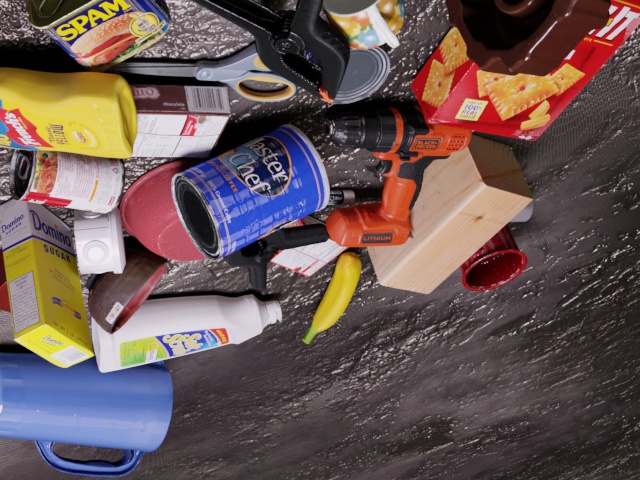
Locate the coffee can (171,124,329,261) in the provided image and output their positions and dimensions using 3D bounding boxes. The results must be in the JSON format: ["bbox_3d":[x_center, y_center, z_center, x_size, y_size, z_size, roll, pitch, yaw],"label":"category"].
[{"bbox_3d":[-0.075,-0.053,1.155,0.140,0.103,0.103,-27,151,-23],"label":"coffee can"}]

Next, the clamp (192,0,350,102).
[{"bbox_3d":[-0.023,-0.200,0.995,0.165,0.036,0.209,-2,151,34],"label":"clamp"}]

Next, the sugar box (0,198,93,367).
[{"bbox_3d":[-0.298,0.042,1.155,0.048,0.176,0.093,-24,147,11],"label":"sugar box"}]

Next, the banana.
[{"bbox_3d":[0.026,0.069,1.455,0.037,0.069,0.198,26,137,4],"label":"banana"}]

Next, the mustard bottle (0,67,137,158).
[{"bbox_3d":[-0.274,-0.122,1.005,0.191,0.058,0.096,5,152,4],"label":"mustard bottle"}]

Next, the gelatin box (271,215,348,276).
[{"bbox_3d":[-0.020,0.006,1.369,0.073,0.030,0.089,-38,141,25],"label":"gelatin box"}]

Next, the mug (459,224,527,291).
[{"bbox_3d":[0.215,0.006,1.434,0.093,0.081,0.117,-34,144,23],"label":"mug"}]

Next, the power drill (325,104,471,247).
[{"bbox_3d":[0.069,-0.075,1.251,0.184,0.057,0.188,0,135,-25],"label":"power drill"}]

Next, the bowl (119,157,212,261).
[{"bbox_3d":[-0.150,-0.024,1.241,0.162,0.055,0.162,-13,146,-9],"label":"bowl"}]

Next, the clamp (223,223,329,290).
[{"bbox_3d":[-0.058,0.002,1.263,0.120,0.039,0.171,-40,157,3],"label":"clamp"}]

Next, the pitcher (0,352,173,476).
[{"bbox_3d":[-0.333,0.224,1.438,0.242,0.149,0.145,9,143,-30],"label":"pitcher"}]

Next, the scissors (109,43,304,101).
[{"bbox_3d":[-0.101,-0.182,1.070,0.201,0.016,0.096,9,140,-36],"label":"scissors"}]

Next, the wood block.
[{"bbox_3d":[0.157,-0.030,1.348,0.090,0.090,0.206,12,136,-36],"label":"wood block"}]

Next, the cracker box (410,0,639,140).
[{"bbox_3d":[0.224,-0.207,1.140,0.163,0.072,0.214,6,139,-33],"label":"cracker box"}]

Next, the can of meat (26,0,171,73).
[{"bbox_3d":[-0.196,-0.205,0.956,0.102,0.057,0.083,-26,149,12],"label":"can of meat"}]

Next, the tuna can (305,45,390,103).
[{"bbox_3d":[0.027,-0.184,1.113,0.086,0.034,0.086,-13,146,-9],"label":"tuna can"}]

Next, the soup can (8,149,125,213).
[{"bbox_3d":[-0.263,-0.068,1.111,0.102,0.068,0.069,9,138,-36],"label":"soup can"}]

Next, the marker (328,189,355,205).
[{"bbox_3d":[-0.015,-0.054,1.295,0.120,0.020,0.020,1,142,-27],"label":"marker"}]

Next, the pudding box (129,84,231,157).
[{"bbox_3d":[-0.157,-0.122,1.100,0.113,0.039,0.090,0,155,-23],"label":"pudding box"}]

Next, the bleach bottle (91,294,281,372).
[{"bbox_3d":[-0.173,0.110,1.419,0.250,0.068,0.103,-9,146,-18],"label":"bleach bottle"}]
